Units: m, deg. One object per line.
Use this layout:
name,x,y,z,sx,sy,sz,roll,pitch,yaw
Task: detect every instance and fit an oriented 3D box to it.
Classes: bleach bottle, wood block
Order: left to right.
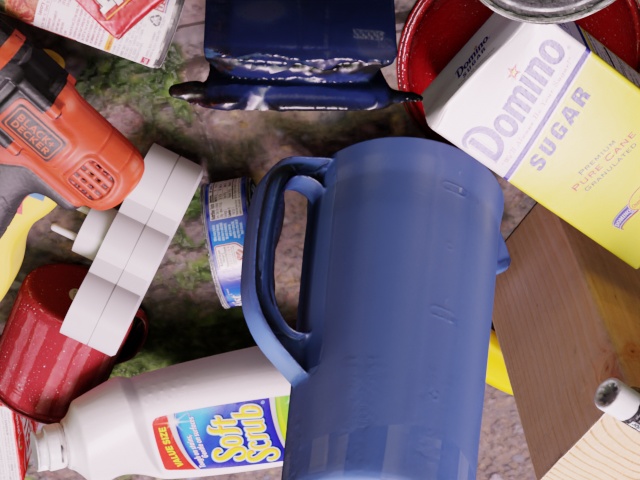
bleach bottle,-0.079,0.130,0.766,0.250,0.068,0.103,-9,126,-23
wood block,0.181,0.070,0.701,0.090,0.206,0.091,25,120,-19

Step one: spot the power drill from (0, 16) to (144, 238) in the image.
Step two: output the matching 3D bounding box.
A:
power drill,-0.225,-0.049,0.621,0.188,0.057,0.184,-37,113,22

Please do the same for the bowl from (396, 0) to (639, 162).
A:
bowl,0.130,-0.102,0.670,0.162,0.055,0.162,-1,126,-2

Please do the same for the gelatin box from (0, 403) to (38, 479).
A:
gelatin box,-0.234,0.130,0.806,0.030,0.073,0.089,2,125,-4

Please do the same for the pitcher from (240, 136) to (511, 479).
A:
pitcher,0.034,0.061,0.655,0.149,0.242,0.145,-4,141,17

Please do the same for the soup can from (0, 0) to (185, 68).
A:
soup can,-0.132,-0.148,0.619,0.102,0.068,0.069,18,123,-15

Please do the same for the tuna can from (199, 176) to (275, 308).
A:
tuna can,-0.055,0.001,0.716,0.034,0.086,0.086,-10,125,3

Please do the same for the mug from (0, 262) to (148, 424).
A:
mug,-0.174,0.070,0.766,0.117,0.093,0.082,1,127,-42

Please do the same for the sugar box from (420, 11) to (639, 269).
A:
sugar box,0.156,-0.063,0.635,0.176,0.048,0.093,29,120,-23
